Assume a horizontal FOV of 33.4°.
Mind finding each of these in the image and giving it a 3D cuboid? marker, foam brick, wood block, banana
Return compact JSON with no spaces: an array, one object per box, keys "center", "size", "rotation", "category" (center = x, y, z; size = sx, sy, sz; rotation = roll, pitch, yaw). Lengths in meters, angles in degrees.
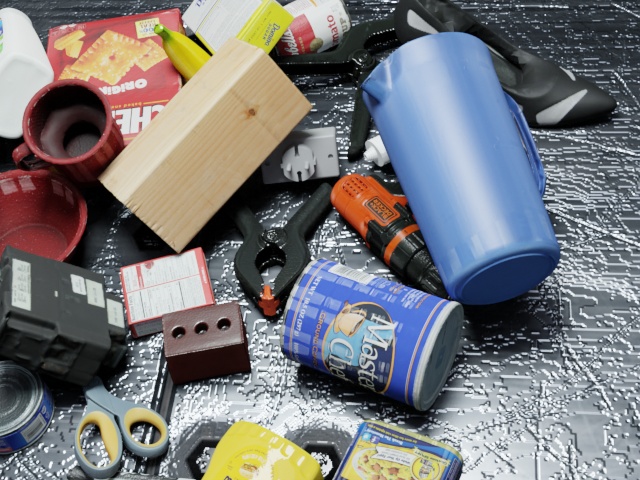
[{"center":[-0.171,0.218,0.961],"size":[0.121,0.020,0.020],"rotation":[5,53,11],"category":"marker"},{"center":[-0.110,0.098,1.026],"size":[0.078,0.051,0.053],"rotation":[-11,51,0],"category":"foam brick"},{"center":[-0.119,-0.100,1.105],"size":[0.206,0.090,0.090],"rotation":[-47,32,-5],"category":"wood block"},{"center":[-0.114,-0.166,1.198],"size":[0.037,0.197,0.069],"rotation":[-42,11,18],"category":"banana"}]

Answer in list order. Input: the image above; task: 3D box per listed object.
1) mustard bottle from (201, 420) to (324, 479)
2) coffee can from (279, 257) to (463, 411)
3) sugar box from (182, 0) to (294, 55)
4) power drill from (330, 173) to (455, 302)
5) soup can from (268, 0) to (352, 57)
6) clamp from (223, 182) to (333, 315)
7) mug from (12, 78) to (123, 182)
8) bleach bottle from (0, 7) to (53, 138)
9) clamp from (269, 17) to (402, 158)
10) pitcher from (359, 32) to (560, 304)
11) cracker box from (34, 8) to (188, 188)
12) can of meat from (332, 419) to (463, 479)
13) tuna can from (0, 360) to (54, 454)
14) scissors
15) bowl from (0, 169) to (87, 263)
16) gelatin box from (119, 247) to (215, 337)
[{"center":[-0.086,0.249,0.901],"size":[0.096,0.058,0.191],"rotation":[24,60,26],"category":"mustard bottle"},{"center":[0.048,0.085,0.981],"size":[0.140,0.103,0.102],"rotation":[18,57,21],"category":"coffee can"},{"center":[-0.098,-0.257,1.237],"size":[0.093,0.048,0.176],"rotation":[-51,32,11],"category":"sugar box"},{"center":[0.131,-0.038,1.095],"size":[0.187,0.057,0.185],"rotation":[-33,58,-18],"category":"power drill"},{"center":[-0.022,-0.252,1.277],"size":[0.102,0.068,0.069],"rotation":[-28,54,-14],"category":"soup can"},{"center":[-0.057,0.001,1.104],"size":[0.120,0.039,0.171],"rotation":[0,45,16],"category":"clamp"},{"center":[-0.263,-0.104,1.110],"size":[0.117,0.081,0.093],"rotation":[-30,75,-5],"category":"mug"},{"center":[-0.375,-0.213,1.270],"size":[0.103,0.068,0.251],"rotation":[-56,31,11],"category":"bleach bottle"},{"center":[0.050,-0.190,1.232],"size":[0.209,0.036,0.165],"rotation":[-32,70,-23],"category":"clamp"},{"center":[0.144,-0.066,1.013],"size":[0.149,0.145,0.243],"rotation":[-20,62,5],"category":"pitcher"},{"center":[-0.237,-0.167,1.238],"size":[0.164,0.072,0.213],"rotation":[-8,52,3],"category":"cracker box"},{"center":[0.063,0.209,0.912],"size":[0.102,0.057,0.083],"rotation":[17,54,19],"category":"can of meat"},{"center":[-0.300,0.158,1.018],"size":[0.086,0.034,0.086],"rotation":[-4,52,5],"category":"tuna can"},{"center":[-0.198,0.145,1.023],"size":[0.096,0.016,0.202],"rotation":[-1,39,-13],"category":"scissors"},{"center":[-0.319,0.001,1.130],"size":[0.162,0.055,0.162],"rotation":[-4,52,5],"category":"bowl"},{"center":[-0.155,0.053,1.082],"size":[0.089,0.030,0.073],"rotation":[-15,53,-4],"category":"gelatin box"}]
